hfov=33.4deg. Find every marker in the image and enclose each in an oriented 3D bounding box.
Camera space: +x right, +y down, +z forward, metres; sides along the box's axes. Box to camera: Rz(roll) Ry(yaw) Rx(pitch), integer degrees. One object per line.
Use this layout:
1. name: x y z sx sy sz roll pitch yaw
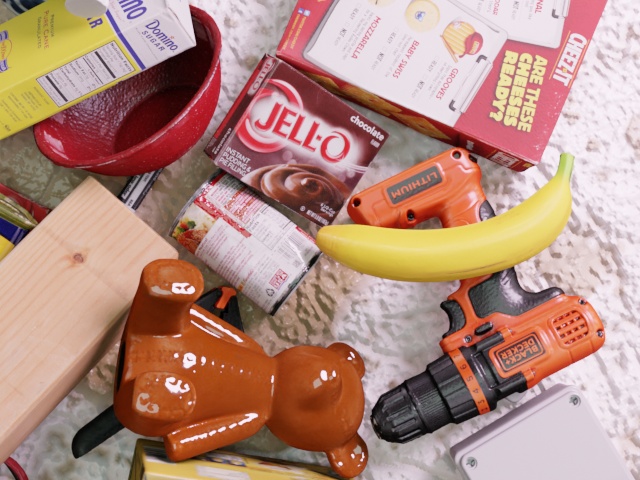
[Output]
1. marker: -0.128 -0.066 0.842 0.020 0.020 0.121 33 88 2

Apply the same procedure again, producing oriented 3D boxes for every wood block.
1. wood block: -0.206 0.065 0.772 0.091 0.090 0.206 41 70 3

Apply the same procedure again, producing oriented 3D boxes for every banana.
1. banana: 0.098 -0.003 0.763 0.198 0.037 0.069 -16 55 -1

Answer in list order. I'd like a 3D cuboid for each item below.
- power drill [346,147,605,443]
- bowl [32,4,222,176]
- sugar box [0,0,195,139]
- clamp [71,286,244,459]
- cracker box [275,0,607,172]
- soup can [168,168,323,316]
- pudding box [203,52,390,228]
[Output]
1. power drill: 0.092 0.039 0.800 0.184 0.057 0.188 -26 76 -2
2. bowl: -0.134 -0.102 0.803 0.162 0.055 0.162 -16 48 19
3. sugar box: -0.183 -0.147 0.796 0.176 0.048 0.093 -26 45 11
4. clamp: -0.115 0.112 0.819 0.120 0.039 0.171 17 84 -18
5. cracker box: 0.094 -0.168 0.821 0.213 0.072 0.164 23 88 1
6. soup can: -0.055 0.001 0.814 0.102 0.068 0.068 38 88 2
7. pudding box: -0.018 -0.074 0.804 0.113 0.039 0.090 30 97 -30
